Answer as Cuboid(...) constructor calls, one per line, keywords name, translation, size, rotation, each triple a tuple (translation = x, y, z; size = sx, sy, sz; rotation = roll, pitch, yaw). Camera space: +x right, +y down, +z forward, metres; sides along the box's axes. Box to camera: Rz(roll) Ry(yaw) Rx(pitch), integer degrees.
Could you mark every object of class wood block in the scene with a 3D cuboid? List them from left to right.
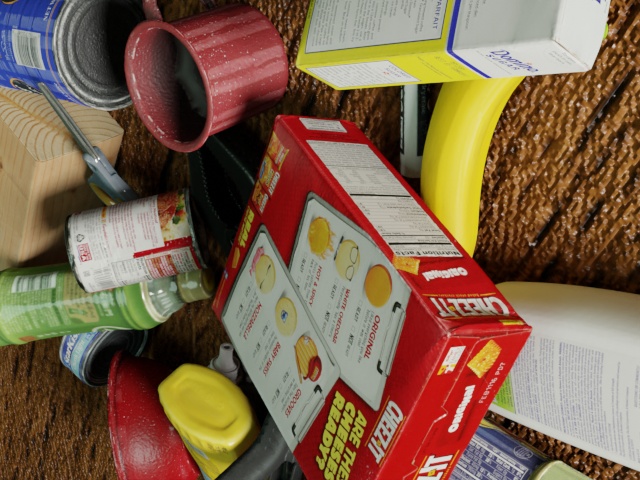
Cuboid(name="wood block", translation=(-0.261, -0.045, 0.990), size=(0.091, 0.090, 0.206), rotation=(48, 140, 19))

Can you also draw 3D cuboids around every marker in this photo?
Cuboid(name="marker", translation=(0.059, -0.097, 0.660), size=(0.020, 0.020, 0.121), rotation=(24, 128, 38))

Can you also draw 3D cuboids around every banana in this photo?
Cuboid(name="banana", translation=(0.092, -0.063, 0.620), size=(0.070, 0.037, 0.198), rotation=(56, 142, 32))

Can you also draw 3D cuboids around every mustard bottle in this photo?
Cuboid(name="mustard bottle", translation=(-0.075, 0.190, 0.920), size=(0.096, 0.058, 0.191), rotation=(30, 151, 34))

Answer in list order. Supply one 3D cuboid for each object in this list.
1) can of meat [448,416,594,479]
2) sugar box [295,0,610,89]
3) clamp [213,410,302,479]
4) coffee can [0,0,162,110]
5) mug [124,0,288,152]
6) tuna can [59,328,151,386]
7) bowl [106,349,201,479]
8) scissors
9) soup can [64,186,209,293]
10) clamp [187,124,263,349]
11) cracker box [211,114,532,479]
Cuboid(name="can of meat", translation=(0.116, 0.150, 0.682), size=(0.084, 0.102, 0.057), rotation=(30, 87, 37))
Cuboid(name="sugar box", translation=(0.070, -0.133, 0.572), size=(0.177, 0.048, 0.093), rotation=(6, 79, 43))
Cuboid(name="clamp", translation=(-0.032, 0.158, 0.822), size=(0.039, 0.120, 0.171), rotation=(35, 107, 27))
Cuboid(name="coffee can", translation=(-0.206, -0.164, 0.849), size=(0.141, 0.102, 0.103), rotation=(17, 123, 42))
Cuboid(name="mug", translation=(-0.082, -0.129, 0.748), size=(0.093, 0.081, 0.117), rotation=(-24, 93, 51))
Cuboid(name="tuna can", translation=(-0.202, 0.096, 1.010), size=(0.034, 0.085, 0.086), rotation=(37, 135, 26))
Cuboid(name="bowl", translation=(-0.145, 0.174, 0.979), size=(0.162, 0.055, 0.162), rotation=(-12, -90, -86))
Cuboid(name="scissors", translation=(-0.192, -0.067, 0.889), size=(0.096, 0.016, 0.201), rotation=(24, 156, 46))
Cuboid(name="soup can", translation=(-0.147, 0.000, 0.861), size=(0.068, 0.102, 0.068), rotation=(-13, -90, -88))
Cuboid(name="clamp", translation=(-0.055, 0.001, 0.830), size=(0.165, 0.036, 0.210), rotation=(-23, 95, 52))
Cuboid(name="cracker box", translation=(0.019, 0.047, 0.664), size=(0.214, 0.071, 0.164), rotation=(54, 133, 41))
